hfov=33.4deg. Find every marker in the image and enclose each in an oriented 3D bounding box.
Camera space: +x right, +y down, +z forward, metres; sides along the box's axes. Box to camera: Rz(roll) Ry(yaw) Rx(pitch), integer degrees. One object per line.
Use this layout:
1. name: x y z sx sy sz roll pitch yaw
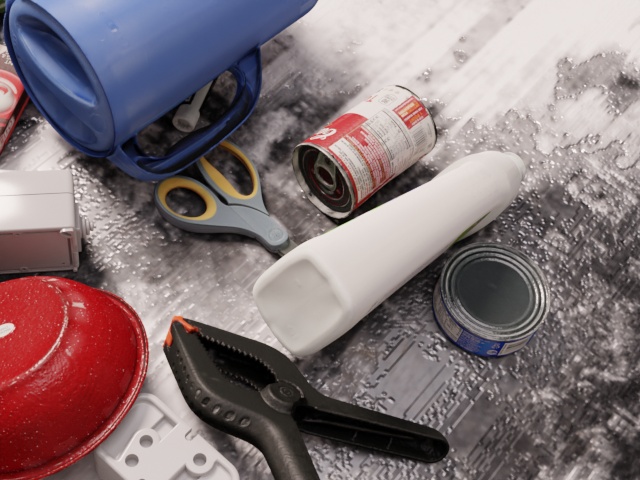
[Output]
1. marker: -0.095 -0.142 0.904 0.020 0.020 0.121 19 58 2

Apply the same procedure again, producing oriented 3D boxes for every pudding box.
1. pudding box: -0.291 -0.120 0.842 0.113 0.039 0.090 18 57 -4

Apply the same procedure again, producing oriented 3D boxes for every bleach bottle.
1. bleach bottle: 0.069 -0.006 0.806 0.250 0.103 0.068 -31 84 -39

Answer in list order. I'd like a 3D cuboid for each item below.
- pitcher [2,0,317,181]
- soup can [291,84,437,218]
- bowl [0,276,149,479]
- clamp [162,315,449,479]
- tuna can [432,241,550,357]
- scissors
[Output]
1. pitcher: -0.110 -0.169 0.842 0.145 0.149 0.242 34 56 31
2. soup can: 0.036 -0.073 0.855 0.102 0.068 0.068 -37 71 -27
3. bowl: -0.197 0.077 0.697 0.162 0.055 0.162 -10 46 10
4. clamp: -0.019 0.117 0.732 0.210 0.036 0.164 37 29 26
5. tuna can: 0.130 0.046 0.818 0.086 0.034 0.086 4 58 -7
6. scissors: -0.055 0.001 0.826 0.096 0.016 0.202 -25 66 -20
